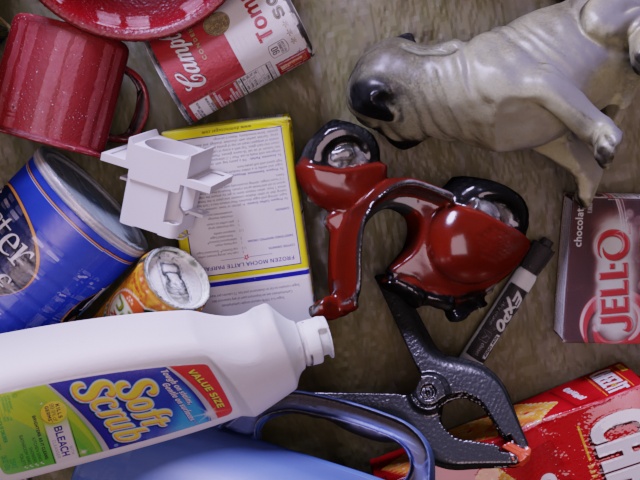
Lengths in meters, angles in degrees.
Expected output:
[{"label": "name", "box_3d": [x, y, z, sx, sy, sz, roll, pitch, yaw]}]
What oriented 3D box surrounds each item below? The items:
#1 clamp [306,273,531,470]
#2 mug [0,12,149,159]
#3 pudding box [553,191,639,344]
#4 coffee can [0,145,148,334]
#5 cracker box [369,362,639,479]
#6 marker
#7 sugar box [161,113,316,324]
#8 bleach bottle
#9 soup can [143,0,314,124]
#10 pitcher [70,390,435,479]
[{"label": "clamp", "box_3d": [0.068, 0.117, 0.769, 0.172, 0.039, 0.120, 41, 91, 23]}, {"label": "mug", "box_3d": [-0.171, -0.104, 0.742, 0.117, 0.093, 0.081, 13, 93, -36]}, {"label": "pudding box", "box_3d": [0.225, 0.021, 0.798, 0.090, 0.039, 0.113, 1, 98, -2]}, {"label": "coffee can", "box_3d": [-0.206, 0.019, 0.745, 0.140, 0.103, 0.103, -44, 98, 4]}, {"label": "cracker box", "box_3d": [0.165, 0.209, 0.806, 0.213, 0.072, 0.164, -21, 98, 0]}, {"label": "marker", "box_3d": [0.140, 0.050, 0.808, 0.020, 0.020, 0.121, 31, 96, -7]}, {"label": "sugar box", "box_3d": [-0.055, 0.001, 0.778, 0.093, 0.048, 0.176, -7, 101, 2]}, {"label": "bleach bottle", "box_3d": [-0.116, 0.086, 0.697, 0.250, 0.068, 0.102, -13, 123, -8]}, {"label": "soup can", "box_3d": [-0.063, -0.135, 0.747, 0.102, 0.068, 0.068, -28, 99, 1]}, {"label": "pitcher", "box_3d": [-0.044, 0.189, 0.738, 0.243, 0.149, 0.145, 18, 126, 18]}]
